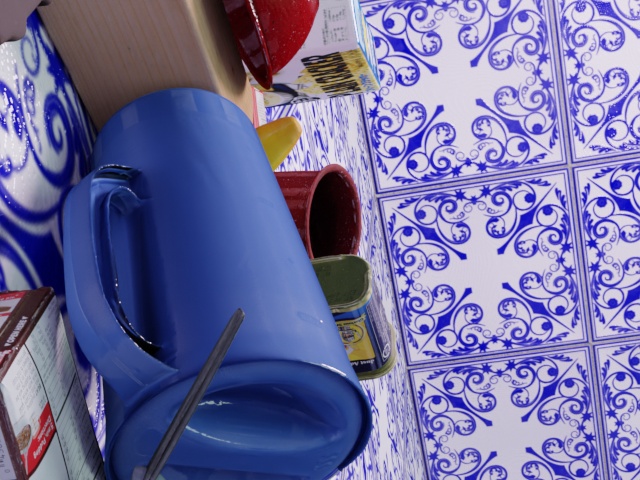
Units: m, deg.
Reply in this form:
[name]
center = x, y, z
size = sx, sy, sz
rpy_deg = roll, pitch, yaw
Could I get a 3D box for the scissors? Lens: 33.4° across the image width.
[scissors]
center = -0.085, 0.115, 0.487
size = 0.202, 0.016, 0.096
rpy_deg = -63, -170, 0

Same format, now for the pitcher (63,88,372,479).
[pitcher]
center = -0.070, 0.019, 0.591
size = 0.243, 0.144, 0.149
rpy_deg = -109, -159, -44

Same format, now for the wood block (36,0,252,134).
[wood block]
center = -0.111, -0.136, 0.676
size = 0.206, 0.091, 0.090
rpy_deg = 72, 12, -48

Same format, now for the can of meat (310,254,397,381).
[can of meat]
center = -0.002, 0.060, 0.784
size = 0.084, 0.102, 0.057
rpy_deg = 70, 15, -45

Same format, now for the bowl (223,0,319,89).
[bowl]
center = -0.044, -0.184, 0.708
size = 0.162, 0.055, 0.162
rpy_deg = 156, -90, -84

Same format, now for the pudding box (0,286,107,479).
[pudding box]
center = -0.132, 0.090, 0.474
size = 0.090, 0.039, 0.113
rpy_deg = -86, 168, -68

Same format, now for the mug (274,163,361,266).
[mug]
center = -0.021, -0.004, 0.838
size = 0.093, 0.082, 0.117
rpy_deg = -59, 140, -43
